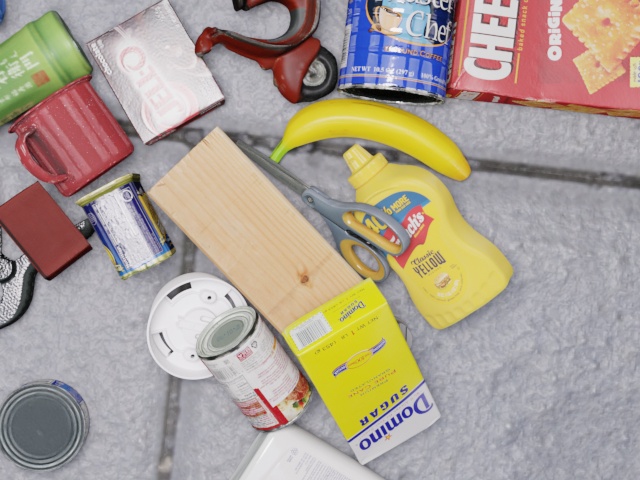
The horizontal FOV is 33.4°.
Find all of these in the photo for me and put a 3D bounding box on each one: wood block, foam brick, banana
[{"bbox_3d":[-0.057,0.001,1.002,0.091,0.090,0.206,-43,92,-3],"label":"wood block"},{"bbox_3d":[-0.254,-0.008,0.979,0.051,0.053,0.078,-39,93,-10],"label":"foam brick"},{"bbox_3d":[0.051,-0.101,1.034,0.198,0.037,0.070,6,120,0],"label":"banana"}]

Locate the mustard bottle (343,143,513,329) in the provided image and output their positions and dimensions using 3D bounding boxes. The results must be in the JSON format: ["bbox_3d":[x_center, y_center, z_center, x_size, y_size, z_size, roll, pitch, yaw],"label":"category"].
[{"bbox_3d":[0.089,-0.013,1.013,0.096,0.058,0.191,-37,94,33],"label":"mustard bottle"}]

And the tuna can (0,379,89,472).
[{"bbox_3d":[-0.266,0.176,1.022,0.086,0.034,0.086,0,91,-3],"label":"tuna can"}]

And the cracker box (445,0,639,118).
[{"bbox_3d":[0.233,-0.209,1.021,0.213,0.072,0.164,7,90,-2],"label":"cracker box"}]

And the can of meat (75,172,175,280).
[{"bbox_3d":[-0.177,-0.013,0.990,0.057,0.102,0.084,-28,94,-2],"label":"can of meat"}]

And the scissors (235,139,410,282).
[{"bbox_3d":[0.000,-0.024,1.025,0.202,0.096,0.016,26,49,28],"label":"scissors"}]

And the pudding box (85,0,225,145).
[{"bbox_3d":[-0.156,-0.160,1.019,0.090,0.039,0.113,-30,92,-2],"label":"pudding box"}]

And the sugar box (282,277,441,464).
[{"bbox_3d":[0.042,0.124,0.972,0.093,0.048,0.176,-30,129,-2],"label":"sugar box"}]

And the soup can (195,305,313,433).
[{"bbox_3d":[-0.061,0.119,0.984,0.068,0.068,0.102,-35,117,-2],"label":"soup can"}]

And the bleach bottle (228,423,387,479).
[{"bbox_3d":[0.036,0.273,1.025,0.251,0.068,0.102,34,88,-5],"label":"bleach bottle"}]

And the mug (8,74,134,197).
[{"bbox_3d":[-0.232,-0.090,0.983,0.093,0.117,0.081,-30,99,32],"label":"mug"}]

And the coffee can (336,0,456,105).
[{"bbox_3d":[0.074,-0.203,0.997,0.102,0.103,0.140,7,91,-3],"label":"coffee can"}]

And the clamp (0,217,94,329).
[{"bbox_3d":[-0.292,0.024,1.017,0.120,0.039,0.171,19,89,0],"label":"clamp"}]
